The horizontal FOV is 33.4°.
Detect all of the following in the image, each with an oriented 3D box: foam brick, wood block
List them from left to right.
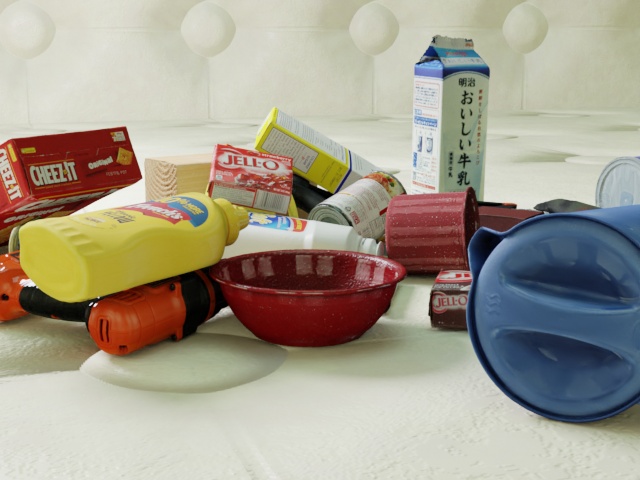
[{"bbox_3d":[-0.113,-0.066,1.368,0.205,0.091,0.090,-8,13,-34],"label":"wood block"},{"bbox_3d":[0.198,-0.006,1.155,0.078,0.053,0.051,8,14,35],"label":"foam brick"}]

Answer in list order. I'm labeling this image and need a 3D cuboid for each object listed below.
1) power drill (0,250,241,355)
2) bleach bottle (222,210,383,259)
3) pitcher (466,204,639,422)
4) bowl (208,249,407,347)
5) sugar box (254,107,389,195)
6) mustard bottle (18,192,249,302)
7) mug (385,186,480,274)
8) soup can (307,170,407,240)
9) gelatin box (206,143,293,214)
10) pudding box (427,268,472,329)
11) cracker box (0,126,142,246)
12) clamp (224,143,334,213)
[{"bbox_3d":[-0.177,0.041,0.910,0.188,0.057,0.184,6,13,28],"label":"power drill"},{"bbox_3d":[-0.057,0.001,1.106,0.251,0.068,0.102,6,12,17],"label":"bleach bottle"},{"bbox_3d":[0.217,0.043,0.760,0.145,0.149,0.242,-11,1,31],"label":"pitcher"},{"bbox_3d":[-0.010,0.049,0.874,0.162,0.055,0.162,0,11,0],"label":"bowl"},{"bbox_3d":[0.005,-0.097,1.322,0.176,0.048,0.093,32,17,-10],"label":"sugar box"},{"bbox_3d":[-0.134,-0.001,0.850,0.191,0.058,0.096,-14,23,-43],"label":"mustard bottle"},{"bbox_3d":[0.116,-0.002,1.082,0.082,0.093,0.117,-2,-21,18],"label":"mug"},{"bbox_3d":[0.042,-0.028,1.177,0.069,0.068,0.102,9,30,40],"label":"soup can"},{"bbox_3d":[-0.075,-0.068,1.153,0.089,0.030,0.073,11,37,-8],"label":"gelatin box"},{"bbox_3d":[0.153,0.049,0.910,0.113,0.039,0.090,2,11,12],"label":"pudding box"},{"bbox_3d":[-0.324,-0.049,1.155,0.214,0.072,0.163,-22,-2,35],"label":"cracker box"},{"bbox_3d":[-0.025,-0.059,1.304,0.210,0.036,0.164,28,9,3],"label":"clamp"}]
